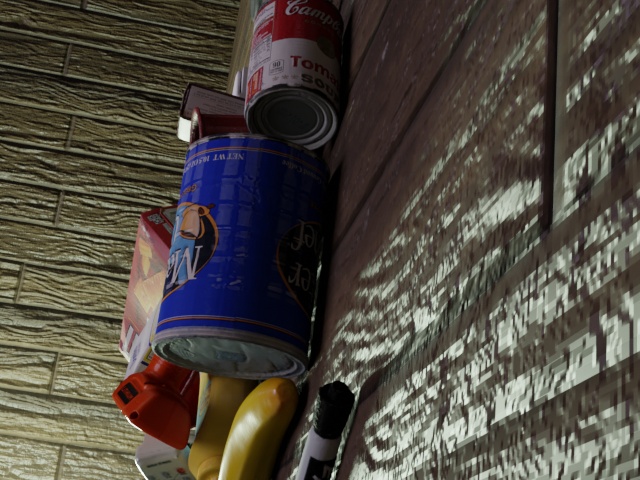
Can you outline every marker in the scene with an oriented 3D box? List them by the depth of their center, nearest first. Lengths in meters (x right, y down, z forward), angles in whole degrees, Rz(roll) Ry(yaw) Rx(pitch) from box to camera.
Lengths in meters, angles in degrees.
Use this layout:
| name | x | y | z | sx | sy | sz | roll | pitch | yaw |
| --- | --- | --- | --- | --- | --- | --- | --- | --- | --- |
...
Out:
| name | x | y | z | sx | sy | sz | roll | pitch | yaw |
| --- | --- | --- | --- | --- | --- | --- | --- | --- | --- |
| marker | -0.004 | 0.123 | 0.554 | 0.020 | 0.020 | 0.121 | -94 | 16 | -59 |

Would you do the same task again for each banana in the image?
| name | x | y | z | sx | sy | sz | roll | pitch | yaw |
| --- | --- | --- | --- | --- | --- | --- | --- | --- | --- |
| banana | -0.045 | 0.159 | 0.755 | 0.070 | 0.037 | 0.198 | -121 | 36 | -50 |

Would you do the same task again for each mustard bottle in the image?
| name | x | y | z | sx | sy | sz | roll | pitch | yaw |
| --- | --- | --- | --- | --- | --- | --- | --- | --- | --- |
| mustard bottle | -0.079 | 0.150 | 0.905 | 0.191 | 0.058 | 0.096 | -92 | 13 | -56 |

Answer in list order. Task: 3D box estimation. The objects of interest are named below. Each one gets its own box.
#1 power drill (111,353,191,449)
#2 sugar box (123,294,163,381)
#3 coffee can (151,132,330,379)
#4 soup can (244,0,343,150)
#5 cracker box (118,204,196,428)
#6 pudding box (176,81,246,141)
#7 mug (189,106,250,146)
| name | x | y | z | sx | sy | sz | roll | pitch | yaw |
| --- | --- | --- | --- | --- | --- | --- | --- | --- | --- |
| power drill | -0.089 | 0.070 | 0.856 | 0.187 | 0.057 | 0.185 | -58 | 17 | -8 |
| sugar box | -0.134 | 0.069 | 1.049 | 0.176 | 0.048 | 0.093 | -60 | 13 | 24 |
| coffee can | -0.051 | 0.013 | 0.717 | 0.103 | 0.102 | 0.140 | 120 | 159 | -68 |
| soup can | -0.018 | -0.122 | 0.772 | 0.069 | 0.068 | 0.102 | 110 | 167 | -51 |
| cracker box | -0.163 | 0.091 | 1.249 | 0.164 | 0.071 | 0.214 | 46 | 134 | 36 |
| pudding box | -0.078 | -0.108 | 1.012 | 0.090 | 0.113 | 0.039 | 144 | 139 | -78 |
| mug | -0.056 | -0.060 | 0.825 | 0.117 | 0.081 | 0.093 | 134 | 135 | -72 |
